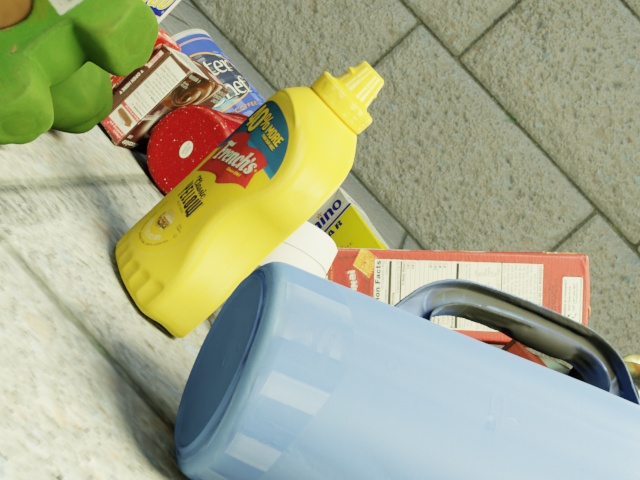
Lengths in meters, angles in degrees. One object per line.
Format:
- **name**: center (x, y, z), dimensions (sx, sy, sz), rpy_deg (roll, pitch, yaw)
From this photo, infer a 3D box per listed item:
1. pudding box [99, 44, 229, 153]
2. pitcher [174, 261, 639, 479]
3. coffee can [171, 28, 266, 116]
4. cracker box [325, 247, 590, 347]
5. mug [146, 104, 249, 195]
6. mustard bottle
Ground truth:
- **pudding box**: center (-0.136, -0.118, 0.924), dimensions (0.039, 0.090, 0.113), rpy_deg (48, 8, 10)
- **pitcher**: center (0.060, 0.096, 0.524), dimensions (0.242, 0.145, 0.149), rpy_deg (26, 10, -15)
- **coffee can**: center (-0.109, -0.126, 1.065), dimensions (0.140, 0.103, 0.102), rpy_deg (49, 8, 14)
- **cracker box**: center (0.095, 0.044, 0.822), dimensions (0.164, 0.214, 0.072), rpy_deg (15, 77, -77)
- **mug**: center (-0.084, -0.068, 0.905), dimensions (0.117, 0.093, 0.081), rpy_deg (9, 0, 20)
- **mustard bottle**: center (-0.037, -0.034, 0.638), dimensions (0.058, 0.192, 0.096), rpy_deg (43, 9, -30)
